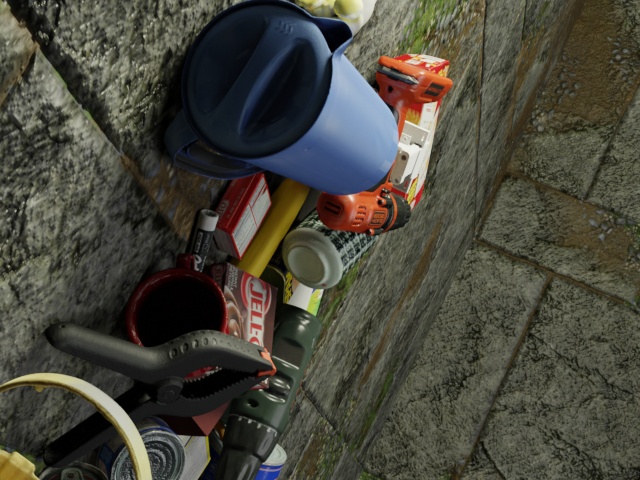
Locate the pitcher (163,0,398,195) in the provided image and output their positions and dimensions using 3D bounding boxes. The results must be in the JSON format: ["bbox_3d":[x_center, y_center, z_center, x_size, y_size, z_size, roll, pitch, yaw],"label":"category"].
[{"bbox_3d":[-0.022,-0.108,0.955,0.242,0.149,0.145,23,82,-68],"label":"pitcher"}]

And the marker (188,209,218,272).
[{"bbox_3d":[-0.126,0.027,1.063,0.020,0.020,0.121,-35,147,-64],"label":"marker"}]

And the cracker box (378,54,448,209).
[{"bbox_3d":[0.114,-0.147,1.485,0.164,0.072,0.214,-42,144,-69],"label":"cracker box"}]

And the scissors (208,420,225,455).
[{"bbox_3d":[-0.092,0.276,1.276,0.096,0.202,0.016,33,101,-37],"label":"scissors"}]

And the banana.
[{"bbox_3d":[-0.064,0.004,1.175,0.198,0.037,0.070,-59,-167,-7],"label":"banana"}]

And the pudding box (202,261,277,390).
[{"bbox_3d":[-0.087,0.088,1.092,0.089,0.039,0.113,30,60,-50],"label":"pudding box"}]

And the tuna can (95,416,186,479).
[{"bbox_3d":[-0.178,0.220,1.066,0.086,0.034,0.086,-14,116,-31],"label":"tuna can"}]

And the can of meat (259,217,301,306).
[{"bbox_3d":[-0.051,0.030,1.269,0.102,0.057,0.083,96,20,-51],"label":"can of meat"}]

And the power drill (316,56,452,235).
[{"bbox_3d":[0.077,-0.094,1.136,0.184,0.057,0.188,-2,114,-65],"label":"power drill"}]

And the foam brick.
[{"bbox_3d":[-0.139,0.155,1.087,0.051,0.053,0.078,-56,128,-37],"label":"foam brick"}]

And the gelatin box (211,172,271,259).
[{"bbox_3d":[-0.083,-0.029,1.106,0.073,0.030,0.089,-62,168,-15],"label":"gelatin box"}]

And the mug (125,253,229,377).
[{"bbox_3d":[-0.130,0.070,1.005,0.081,0.093,0.117,87,2,-70],"label":"mug"}]

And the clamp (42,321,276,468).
[{"bbox_3d":[-0.143,0.128,0.923,0.209,0.036,0.165,-2,131,-28],"label":"clamp"}]
